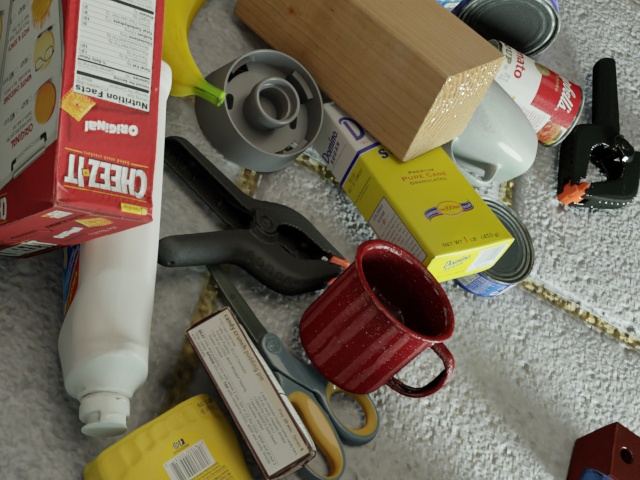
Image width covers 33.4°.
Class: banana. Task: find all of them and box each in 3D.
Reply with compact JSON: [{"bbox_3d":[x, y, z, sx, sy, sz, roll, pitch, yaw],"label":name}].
[{"bbox_3d":[-0.109,-0.175,0.862,0.069,0.037,0.198,12,48,-14],"label":"banana"}]

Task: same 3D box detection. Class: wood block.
[{"bbox_3d":[0.037,-0.172,0.890,0.206,0.090,0.090,43,42,19],"label":"wood block"}]

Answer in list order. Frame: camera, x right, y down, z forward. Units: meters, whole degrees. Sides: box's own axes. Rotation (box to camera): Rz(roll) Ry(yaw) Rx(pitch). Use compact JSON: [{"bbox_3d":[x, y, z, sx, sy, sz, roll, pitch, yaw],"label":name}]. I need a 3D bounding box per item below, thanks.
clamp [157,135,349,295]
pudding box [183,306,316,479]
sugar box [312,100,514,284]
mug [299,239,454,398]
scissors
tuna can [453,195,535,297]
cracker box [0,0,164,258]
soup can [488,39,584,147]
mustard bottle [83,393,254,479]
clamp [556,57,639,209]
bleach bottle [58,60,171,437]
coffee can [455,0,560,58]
[{"bbox_3d":[-0.055,0.001,0.794,0.171,0.039,0.120,29,45,-19],"label":"clamp"},{"bbox_3d":[-0.045,0.104,0.710,0.039,0.090,0.113,-32,79,-5],"label":"pudding box"},{"bbox_3d":[0.071,-0.046,0.881,0.093,0.048,0.176,-11,57,-38],"label":"sugar box"},{"bbox_3d":[0.047,0.068,0.788,0.117,0.082,0.093,44,30,0],"label":"mug"},{"bbox_3d":[-0.020,0.082,0.792,0.096,0.016,0.202,-10,70,-39],"label":"scissors"},{"bbox_3d":[0.144,0.006,0.934,0.086,0.034,0.086,16,56,-25],"label":"tuna can"},{"bbox_3d":[-0.162,-0.106,0.653,0.071,0.164,0.213,10,76,-39],"label":"cracker box"},{"bbox_3d":[0.193,-0.142,1.032,0.102,0.069,0.068,25,52,-19],"label":"soup can"},{"bbox_3d":[-0.060,0.198,0.668,0.096,0.058,0.191,-27,80,-42],"label":"mustard bottle"},{"bbox_3d":[0.296,-0.099,1.095,0.209,0.036,0.164,-29,82,-41],"label":"clamp"},{"bbox_3d":[-0.138,0.002,0.702,0.068,0.103,0.251,9,59,-24],"label":"bleach bottle"},{"bbox_3d":[0.186,-0.265,1.076,0.102,0.103,0.140,20,55,-23],"label":"coffee can"}]
